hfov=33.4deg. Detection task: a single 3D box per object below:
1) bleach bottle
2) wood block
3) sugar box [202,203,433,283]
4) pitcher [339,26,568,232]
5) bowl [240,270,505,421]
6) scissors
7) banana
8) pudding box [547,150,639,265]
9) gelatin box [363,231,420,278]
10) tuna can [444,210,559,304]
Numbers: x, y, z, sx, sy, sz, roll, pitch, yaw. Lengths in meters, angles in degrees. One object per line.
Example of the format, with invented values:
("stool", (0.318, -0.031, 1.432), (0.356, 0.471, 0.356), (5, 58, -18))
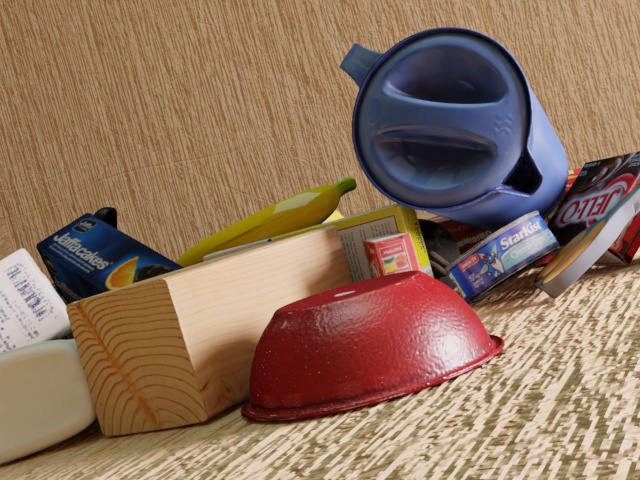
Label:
("bleach bottle", (-0.199, 0.107, 0.802), (0.102, 0.068, 0.251), (-19, -1, -4))
("wood block", (-0.063, 0.057, 0.739), (0.090, 0.091, 0.205), (-15, 2, 32))
("sugar box", (0.000, 0.034, 0.862), (0.176, 0.093, 0.048), (-14, 2, 23))
("pitcher", (0.119, -0.079, 0.860), (0.145, 0.149, 0.242), (-11, -11, 20))
("bowl", (0.024, 0.056, 0.633), (0.162, 0.055, 0.162), (-16, 2, 0))
("scissors", (0.225, -0.026, 0.788), (0.201, 0.016, 0.096), (-43, -2, -18))
("banana", (-0.059, 0.000, 0.934), (0.198, 0.037, 0.069), (-25, -7, 18))
("pudding box", (0.233, -0.024, 0.872), (0.090, 0.039, 0.114), (-56, 9, -10))
("gelatin box", (0.055, 0.032, 0.768), (0.030, 0.073, 0.089), (-15, 2, -2))
("tuna can", (0.141, 0.014, 0.827), (0.086, 0.034, 0.086), (-31, -10, -6))
